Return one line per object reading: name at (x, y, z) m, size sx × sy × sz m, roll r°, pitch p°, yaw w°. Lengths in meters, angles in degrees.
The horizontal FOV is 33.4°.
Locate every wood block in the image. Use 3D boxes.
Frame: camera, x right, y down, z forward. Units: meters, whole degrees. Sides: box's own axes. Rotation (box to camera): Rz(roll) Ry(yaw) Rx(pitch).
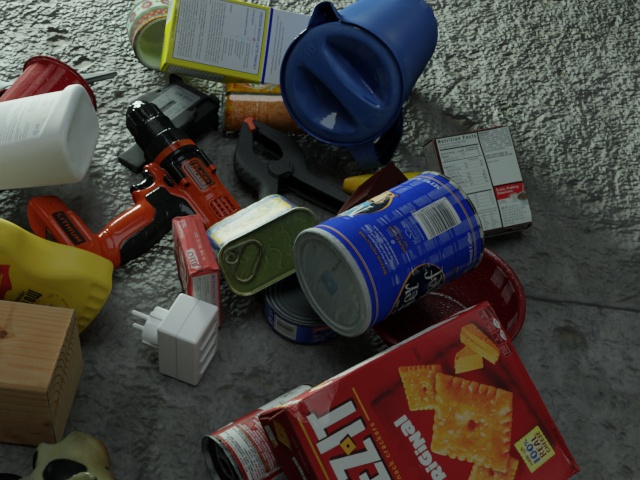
wood block at (-0.319, 0.106, 0.913) m, size 0.206 × 0.090 × 0.090 m, roll 7°, pitch 46°, yaw 1°

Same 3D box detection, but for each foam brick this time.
foam brick at (0.060, -0.033, 1.085) m, size 0.053 × 0.051 × 0.078 m, roll 48°, pitch 37°, yaw -9°

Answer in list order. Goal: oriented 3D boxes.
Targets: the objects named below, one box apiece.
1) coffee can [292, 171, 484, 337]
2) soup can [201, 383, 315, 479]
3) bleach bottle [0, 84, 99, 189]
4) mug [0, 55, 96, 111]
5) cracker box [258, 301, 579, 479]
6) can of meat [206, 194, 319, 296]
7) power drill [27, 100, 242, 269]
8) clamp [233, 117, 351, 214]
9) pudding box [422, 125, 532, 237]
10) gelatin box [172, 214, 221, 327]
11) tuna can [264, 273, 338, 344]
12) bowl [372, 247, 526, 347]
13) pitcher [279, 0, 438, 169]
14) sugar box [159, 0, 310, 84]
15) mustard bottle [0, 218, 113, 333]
coffee can at (0.061, 0.010, 0.955) m, size 0.140 × 0.103 × 0.103 m, roll -27°, pitch 55°, yaw -28°
soup can at (-0.039, 0.171, 0.896) m, size 0.102 × 0.068 × 0.069 m, roll -25°, pitch 54°, yaw -27°
bleach bottle at (-0.350, -0.090, 1.041) m, size 0.251 × 0.068 × 0.102 m, roll -6°, pitch 42°, yaw 10°
mug at (-0.311, -0.139, 1.147) m, size 0.117 × 0.093 × 0.081 m, roll 13°, pitch 51°, yaw 22°
cracker box at (0.083, 0.166, 0.867) m, size 0.213 × 0.072 × 0.164 m, roll -24°, pitch 84°, yaw -27°
can of meat at (-0.057, 0.001, 1.022) m, size 0.102 × 0.057 × 0.084 m, roll -28°, pitch 21°, yaw -11°
power drill at (-0.193, -0.045, 1.069) m, size 0.187 × 0.057 × 0.184 m, roll -31°, pitch 70°, yaw -27°
clamp at (-0.049, -0.060, 1.131) m, size 0.120 × 0.039 × 0.172 m, roll -24°, pitch 56°, yaw -32°
pudding box at (0.165, -0.058, 1.118) m, size 0.090 × 0.039 × 0.113 m, roll -11°, pitch 81°, yaw -15°
gelatin box at (-0.116, 0.031, 1.003) m, size 0.030 × 0.089 × 0.073 m, roll -12°, pitch 50°, yaw -13°
tuna can at (-0.012, 0.058, 1.027) m, size 0.086 × 0.034 × 0.086 m, roll 3°, pitch 47°, yaw -3°
bowl at (0.111, 0.067, 1.017) m, size 0.162 × 0.055 × 0.162 m, roll 3°, pitch 47°, yaw -3°
pitcher at (0.057, -0.194, 1.186) m, size 0.145 × 0.149 × 0.242 m, roll 31°, pitch 30°, yaw 4°
sugar box at (-0.090, -0.225, 1.225) m, size 0.176 × 0.048 × 0.093 m, roll 10°, pitch 82°, yaw -19°
mustard bottle at (-0.286, 0.023, 0.934) m, size 0.191 × 0.096 × 0.058 m, roll 25°, pitch 41°, yaw -29°
